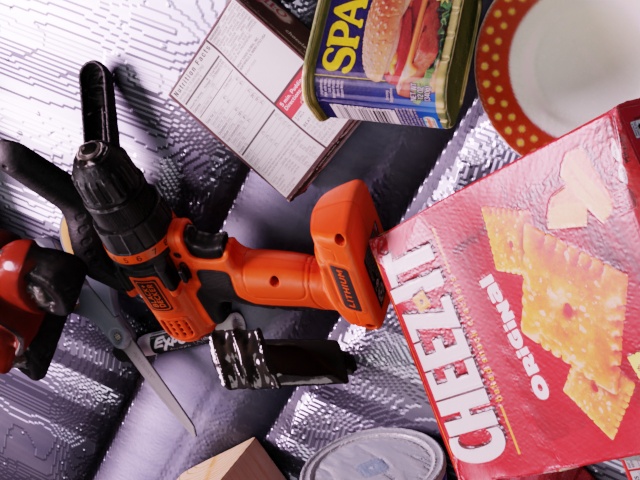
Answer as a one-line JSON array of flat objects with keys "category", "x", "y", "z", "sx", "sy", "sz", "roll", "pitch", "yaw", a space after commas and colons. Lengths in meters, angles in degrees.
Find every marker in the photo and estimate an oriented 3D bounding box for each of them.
[{"category": "marker", "x": -0.111, "y": 0.076, "z": 0.819, "sx": 0.121, "sy": 0.020, "sz": 0.020, "roll": -15, "pitch": 105, "yaw": 29}]

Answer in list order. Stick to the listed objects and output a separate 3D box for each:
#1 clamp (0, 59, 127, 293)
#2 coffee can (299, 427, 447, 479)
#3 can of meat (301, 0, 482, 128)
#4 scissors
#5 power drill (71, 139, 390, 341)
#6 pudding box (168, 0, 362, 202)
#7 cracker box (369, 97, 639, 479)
[{"category": "clamp", "x": -0.161, "y": -0.027, "z": 0.741, "sx": 0.039, "sy": 0.120, "sz": 0.171, "roll": -1, "pitch": 117, "yaw": 36}, {"category": "coffee can", "x": 0.049, "y": 0.220, "z": 0.761, "sx": 0.103, "sy": 0.102, "sz": 0.140, "roll": -2, "pitch": 111, "yaw": 25}, {"category": "can of meat", "x": 0.043, "y": -0.117, "z": 0.620, "sx": 0.084, "sy": 0.057, "sz": 0.102, "roll": 8, "pitch": 76, "yaw": 19}, {"category": "scissors", "x": -0.149, "y": 0.053, "z": 0.812, "sx": 0.202, "sy": 0.016, "sz": 0.096, "roll": 38, "pitch": 117, "yaw": 15}, {"category": "power drill", "x": -0.055, "y": 0.001, "z": 0.703, "sx": 0.188, "sy": 0.057, "sz": 0.184, "roll": 0, "pitch": 141, "yaw": 23}, {"category": "pudding box", "x": -0.032, "y": -0.095, "z": 0.696, "sx": 0.113, "sy": 0.039, "sz": 0.090, "roll": 43, "pitch": 124, "yaw": 4}, {"category": "cracker box", "x": 0.133, "y": 0.036, "z": 0.581, "sx": 0.214, "sy": 0.071, "sz": 0.164, "roll": -30, "pitch": 78, "yaw": 53}]
